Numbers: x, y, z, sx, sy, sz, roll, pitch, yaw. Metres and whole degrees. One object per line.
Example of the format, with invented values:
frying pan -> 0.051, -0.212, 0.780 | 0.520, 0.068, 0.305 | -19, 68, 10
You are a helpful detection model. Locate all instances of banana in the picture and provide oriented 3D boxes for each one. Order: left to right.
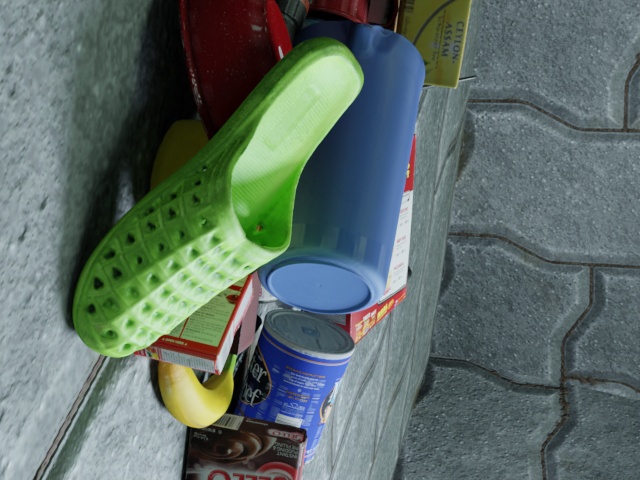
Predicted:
banana -> -0.115, 0.137, 0.978 | 0.197, 0.037, 0.069 | 35, 50, -79

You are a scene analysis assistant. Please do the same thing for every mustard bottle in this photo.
mustard bottle -> -0.084, -0.031, 0.881 | 0.191, 0.058, 0.096 | 43, 50, -77

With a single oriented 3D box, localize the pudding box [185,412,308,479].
pudding box -> -0.074, 0.221, 1.053 | 0.039, 0.113, 0.090 | -54, 153, -71

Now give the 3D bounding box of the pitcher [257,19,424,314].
pitcher -> 0.015, -0.058, 0.941 | 0.149, 0.145, 0.242 | 38, 49, -40

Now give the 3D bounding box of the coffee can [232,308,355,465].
coffee can -> -0.033, 0.159, 1.162 | 0.102, 0.103, 0.140 | -42, 152, -71

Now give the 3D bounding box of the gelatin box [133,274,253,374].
gelatin box -> -0.101, 0.059, 0.856 | 0.030, 0.073, 0.089 | 90, 15, -48

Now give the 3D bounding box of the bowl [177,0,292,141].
bowl -> -0.053, -0.132, 0.797 | 0.162, 0.055, 0.162 | -11, 90, -79

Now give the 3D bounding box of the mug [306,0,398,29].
mug -> 0.021, -0.241, 1.049 | 0.093, 0.117, 0.081 | 131, -31, -75
